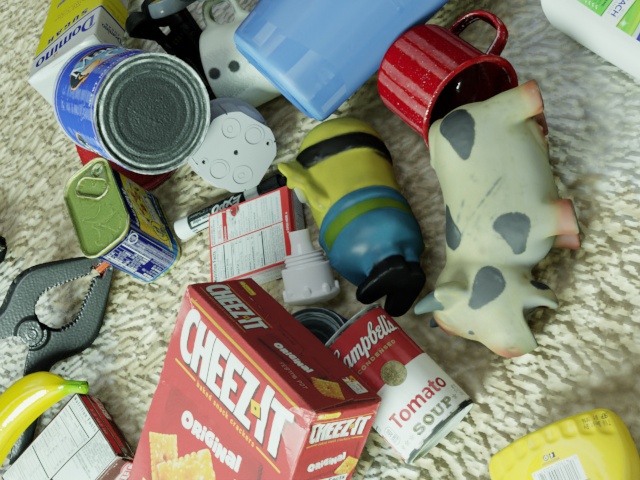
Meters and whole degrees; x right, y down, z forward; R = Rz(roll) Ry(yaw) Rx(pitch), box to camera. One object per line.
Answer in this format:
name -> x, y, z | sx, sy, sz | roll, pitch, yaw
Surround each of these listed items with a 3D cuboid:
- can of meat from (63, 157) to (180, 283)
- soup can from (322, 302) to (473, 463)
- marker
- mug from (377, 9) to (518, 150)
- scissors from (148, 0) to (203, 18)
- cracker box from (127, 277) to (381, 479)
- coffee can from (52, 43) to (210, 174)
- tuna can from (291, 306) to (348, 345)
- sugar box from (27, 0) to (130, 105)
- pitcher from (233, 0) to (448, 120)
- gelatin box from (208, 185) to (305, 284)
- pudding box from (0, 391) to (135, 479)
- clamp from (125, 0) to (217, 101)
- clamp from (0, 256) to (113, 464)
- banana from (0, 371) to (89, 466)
can of meat -> -0.185, -0.017, 1.003 | 0.057, 0.083, 0.102 | -37, 54, 13
soup can -> 0.054, 0.105, 0.786 | 0.068, 0.068, 0.102 | -46, 73, 6
marker -> -0.082, -0.032, 0.985 | 0.121, 0.020, 0.020 | -24, 58, 22
mug -> 0.106, -0.134, 0.866 | 0.117, 0.093, 0.082 | -58, 45, 15
scissors -> -0.084, -0.253, 1.013 | 0.096, 0.016, 0.201 | -2, 28, 38
cracker box -> -0.062, 0.161, 0.796 | 0.164, 0.071, 0.214 | 39, 121, 39
coffee can -> -0.170, -0.119, 0.946 | 0.103, 0.102, 0.140 | -59, 30, -4
tuna can -> -0.004, 0.098, 0.865 | 0.086, 0.033, 0.086 | -14, 62, 27
sugar box -> -0.252, -0.224, 1.132 | 0.093, 0.048, 0.176 | -30, 33, 19
pitcher -> 0.036, -0.227, 0.893 | 0.149, 0.145, 0.243 | 43, 93, 8
gelatin box -> -0.056, 0.001, 0.947 | 0.089, 0.030, 0.073 | -19, 61, 24
pudding box -> -0.224, 0.206, 0.954 | 0.113, 0.039, 0.090 | -47, 50, 4
clamp -> -0.136, -0.194, 1.053 | 0.039, 0.120, 0.171 | -34, 22, 15
clamp -> -0.269, 0.097, 1.004 | 0.210, 0.164, 0.036 | -38, 13, -10
banana -> -0.289, 0.189, 0.957 | 0.070, 0.037, 0.198 | 33, 87, 45
